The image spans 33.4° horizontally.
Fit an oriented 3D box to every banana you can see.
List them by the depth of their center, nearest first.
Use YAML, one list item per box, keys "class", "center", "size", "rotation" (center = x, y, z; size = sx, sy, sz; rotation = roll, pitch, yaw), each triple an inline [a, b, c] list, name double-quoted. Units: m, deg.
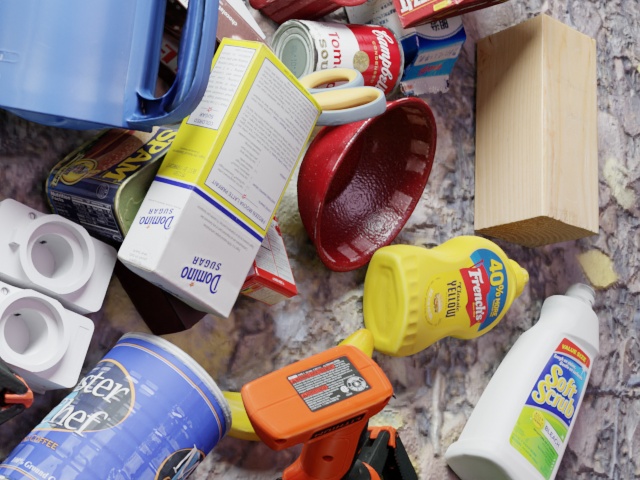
- class: "banana"
  center: [-0.023, 0.121, 0.867]
  size: [0.197, 0.037, 0.069]
  rotation: [-9, 87, -39]

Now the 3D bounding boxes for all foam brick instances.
- class: "foam brick"
  center: [-0.114, 0.026, 0.805]
  size: [0.052, 0.051, 0.078]
  rotation: [-40, 106, -36]

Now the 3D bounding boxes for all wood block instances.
- class: "wood block"
  center: [0.218, -0.106, 1.074]
  size: [0.090, 0.091, 0.206]
  rotation: [15, 71, -37]

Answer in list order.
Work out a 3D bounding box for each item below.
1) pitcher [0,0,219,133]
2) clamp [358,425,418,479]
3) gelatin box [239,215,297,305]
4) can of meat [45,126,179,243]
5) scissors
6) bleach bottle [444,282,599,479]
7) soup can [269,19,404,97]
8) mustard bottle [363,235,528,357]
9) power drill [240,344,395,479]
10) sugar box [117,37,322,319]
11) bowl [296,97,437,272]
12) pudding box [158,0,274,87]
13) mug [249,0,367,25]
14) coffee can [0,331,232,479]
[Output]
- class: "pitcher"
  center: [-0.150, -0.194, 0.716]
  size: [0.149, 0.145, 0.243]
  rotation: [9, 95, -25]
- class: "clamp"
  center: [0.058, 0.247, 0.906]
  size: [0.120, 0.039, 0.171]
  rotation: [25, 68, -45]
- class: "gelatin box"
  center: [-0.056, 0.001, 0.839]
  size: [0.073, 0.030, 0.089]
  rotation: [32, 38, -63]
- class: "can of meat"
  center: [-0.136, -0.043, 0.773]
  size: [0.102, 0.084, 0.057]
  rotation: [-44, 133, -37]
- class: "scissors"
  center: [-0.048, -0.109, 0.854]
  size: [0.096, 0.202, 0.016]
  rotation: [-81, 166, -58]
- class: "bleach bottle"
  center: [0.212, 0.136, 1.037]
  size: [0.102, 0.068, 0.250]
  rotation: [47, 53, -22]
- class: "soup can"
  center: [0.013, -0.158, 0.936]
  size: [0.102, 0.069, 0.068]
  rotation: [-6, 84, -39]
- class: "mustard bottle"
  center: [0.126, 0.045, 0.986]
  size: [0.191, 0.058, 0.096]
  rotation: [-8, 102, -41]
- class: "power drill"
  center: [-0.025, 0.170, 0.772]
  size: [0.184, 0.188, 0.057]
  rotation: [-20, 50, -29]
- class: "sugar box"
  center: [-0.068, -0.043, 0.753]
  size: [0.093, 0.048, 0.176]
  rotation: [41, 72, -51]
- class: "bowl"
  center: [0.030, -0.056, 0.906]
  size: [0.161, 0.055, 0.162]
  rotation: [-37, 144, -34]
- class: "pudding box"
  center: [-0.104, -0.159, 0.828]
  size: [0.113, 0.090, 0.039]
  rotation: [46, 55, -21]
- class: "mug"
  center: [-0.016, -0.228, 0.918]
  size: [0.117, 0.082, 0.093]
  rotation: [-44, 108, -36]
- class: "coffee can"
  center: [-0.142, 0.145, 0.724]
  size: [0.102, 0.103, 0.140]
  rotation: [54, 54, -17]
